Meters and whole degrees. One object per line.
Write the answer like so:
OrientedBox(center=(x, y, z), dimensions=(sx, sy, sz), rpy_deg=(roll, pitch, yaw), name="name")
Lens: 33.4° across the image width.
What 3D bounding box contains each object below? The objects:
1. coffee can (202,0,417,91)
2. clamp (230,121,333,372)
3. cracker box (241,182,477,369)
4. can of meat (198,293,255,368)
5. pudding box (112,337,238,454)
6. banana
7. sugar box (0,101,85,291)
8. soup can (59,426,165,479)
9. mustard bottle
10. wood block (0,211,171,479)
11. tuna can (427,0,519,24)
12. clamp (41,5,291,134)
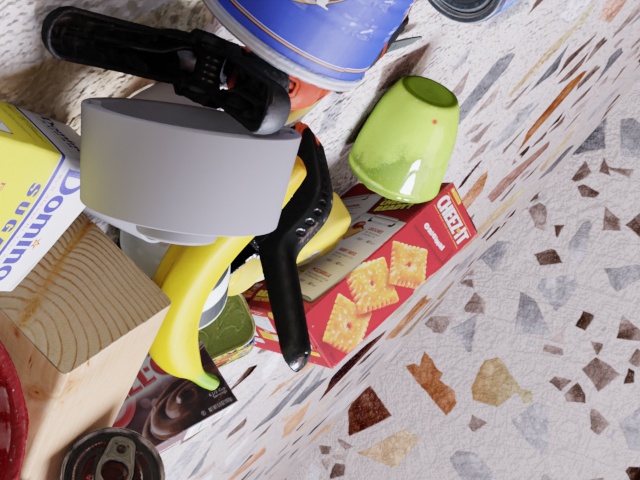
OrientedBox(center=(0.016, -0.161, 0.535), dimensions=(0.140, 0.103, 0.102), rpy_deg=(-52, 166, 26), name="coffee can")
OrientedBox(center=(-0.055, 0.001, 0.820), dimensions=(0.036, 0.165, 0.210), rpy_deg=(51, 48, -47), name="clamp")
OrientedBox(center=(0.027, 0.028, 1.062), dimensions=(0.213, 0.072, 0.164), rpy_deg=(-40, -157, -25), name="cracker box")
OrientedBox(center=(-0.111, 0.092, 0.987), dimensions=(0.102, 0.057, 0.084), rpy_deg=(-24, 167, -7), name="can of meat")
OrientedBox(center=(-0.135, 0.119, 0.830), dimensions=(0.113, 0.090, 0.039), rpy_deg=(-26, 163, -27), name="pudding box")
OrientedBox(center=(-0.072, 0.022, 0.683), dimensions=(0.069, 0.037, 0.198), rpy_deg=(-3, 133, -35), name="banana")
OrientedBox(center=(-0.171, -0.021, 0.498), dimensions=(0.093, 0.048, 0.176), rpy_deg=(-48, 166, 7), name="sugar box")
OrientedBox(center=(-0.148, 0.180, 0.735), dimensions=(0.068, 0.068, 0.102), rpy_deg=(-37, 165, -34), name="soup can")
OrientedBox(center=(-0.053, 0.007, 0.935), dimensions=(0.096, 0.058, 0.191), rpy_deg=(-32, 176, 30), name="mustard bottle")
OrientedBox(center=(-0.185, 0.090, 0.703), dimensions=(0.090, 0.090, 0.206), rpy_deg=(-34, 162, -43), name="wood block")
OrientedBox(center=(0.106, -0.198, 0.754), dimensions=(0.033, 0.086, 0.086), rpy_deg=(-35, 164, -34), name="tuna can")
OrientedBox(center=(-0.051, -0.084, 0.547), dimensions=(0.039, 0.120, 0.171), rpy_deg=(-65, 167, 16), name="clamp")
